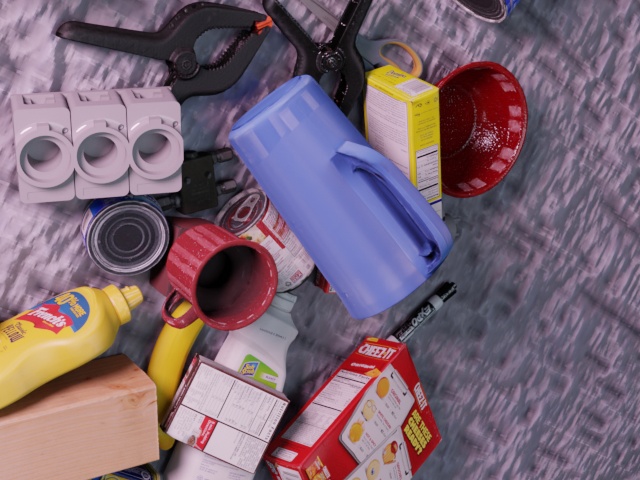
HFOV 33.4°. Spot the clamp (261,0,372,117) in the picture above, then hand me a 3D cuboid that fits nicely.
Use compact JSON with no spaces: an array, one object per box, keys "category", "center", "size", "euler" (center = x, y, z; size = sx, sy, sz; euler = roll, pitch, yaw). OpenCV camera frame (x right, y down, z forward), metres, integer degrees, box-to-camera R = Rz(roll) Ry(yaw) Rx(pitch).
[{"category":"clamp","center":[0.016,-0.202,1.126],"size":[0.120,0.039,0.171],"euler":[-16,128,2]}]

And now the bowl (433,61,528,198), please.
[{"category":"bowl","center":[0.165,-0.134,1.252],"size":[0.161,0.055,0.162],"euler":[-12,113,-30]}]

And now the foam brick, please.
[{"category":"foam brick","center":[-0.140,0.018,1.112],"size":[0.052,0.051,0.078],"euler":[3,105,-33]}]

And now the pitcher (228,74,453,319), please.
[{"category":"pitcher","center":[0.023,-0.050,1.101],"size":[0.149,0.145,0.242],"euler":[-35,103,14]}]

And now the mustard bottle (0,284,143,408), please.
[{"category":"mustard bottle","center":[-0.259,0.094,1.034],"size":[0.191,0.096,0.058],"euler":[-27,121,-24]}]

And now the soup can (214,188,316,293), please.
[{"category":"soup can","center":[-0.058,0.001,1.149],"size":[0.068,0.069,0.102],"euler":[-48,126,-9]}]

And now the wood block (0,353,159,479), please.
[{"category":"wood block","center":[-0.275,0.188,1.063],"size":[0.205,0.090,0.091],"euler":[-11,112,-30]}]

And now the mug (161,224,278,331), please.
[{"category":"mug","center":[-0.110,0.041,1.056],"size":[0.117,0.082,0.093],"euler":[-46,124,-10]}]

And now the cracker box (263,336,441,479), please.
[{"category":"cracker box","center":[0.041,0.244,1.266],"size":[0.213,0.072,0.164],"euler":[-45,128,-33]}]

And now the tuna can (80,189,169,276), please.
[{"category":"tuna can","center":[-0.195,-0.008,1.067],"size":[0.086,0.034,0.086],"euler":[-9,118,-17]}]

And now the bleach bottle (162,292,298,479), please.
[{"category":"bleach bottle","center":[-0.084,0.174,1.198],"size":[0.102,0.068,0.251],"euler":[23,91,-34]}]

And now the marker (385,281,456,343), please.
[{"category":"marker","center":[0.125,0.094,1.330],"size":[0.121,0.020,0.020],"euler":[-43,124,-13]}]

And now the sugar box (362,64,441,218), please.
[{"category":"sugar box","center":[0.092,-0.096,1.183],"size":[0.048,0.093,0.176],"euler":[-24,126,-23]}]

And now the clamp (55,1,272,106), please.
[{"category":"clamp","center":[-0.140,-0.166,1.057],"size":[0.209,0.036,0.164],"euler":[-24,120,-20]}]

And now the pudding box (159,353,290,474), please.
[{"category":"pudding box","center":[-0.101,0.185,1.137],"size":[0.113,0.039,0.090],"euler":[27,88,-15]}]

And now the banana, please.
[{"category":"banana","center":[-0.153,0.134,1.153],"size":[0.069,0.037,0.198],"euler":[21,95,-34]}]

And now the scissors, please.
[{"category":"scissors","center":[0.029,-0.201,1.166],"size":[0.201,0.016,0.096],"euler":[16,98,-35]}]
